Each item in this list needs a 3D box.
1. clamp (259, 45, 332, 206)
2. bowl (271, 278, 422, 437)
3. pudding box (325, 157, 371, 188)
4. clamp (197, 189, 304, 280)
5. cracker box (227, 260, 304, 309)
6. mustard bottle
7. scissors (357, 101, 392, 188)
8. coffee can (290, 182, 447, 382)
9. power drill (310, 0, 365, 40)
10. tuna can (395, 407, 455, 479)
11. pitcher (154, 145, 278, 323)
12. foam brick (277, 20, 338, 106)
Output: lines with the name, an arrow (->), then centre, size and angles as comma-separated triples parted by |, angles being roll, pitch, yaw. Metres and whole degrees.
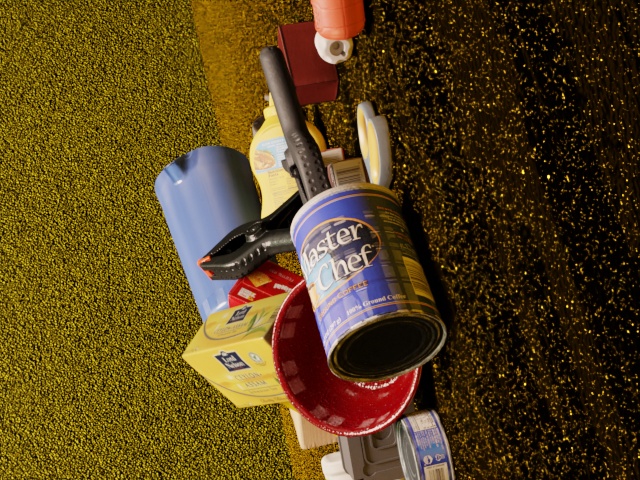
clamp -> -0.017, -0.079, 1.106 | 0.164, 0.036, 0.210 | 80, 171, -51
bowl -> 0.034, 0.104, 1.026 | 0.055, 0.162, 0.162 | -7, -95, -60
pudding box -> 0.034, -0.027, 1.104 | 0.090, 0.039, 0.113 | -178, 77, -83
clamp -> -0.058, 0.001, 1.161 | 0.039, 0.171, 0.120 | 51, -167, -21
cracker box -> -0.016, 0.127, 1.245 | 0.072, 0.164, 0.214 | -57, -18, -31
mustard bottle -> -0.037, -0.091, 1.316 | 0.058, 0.096, 0.191 | -5, -96, -72
scissors -> 0.053, -0.048, 1.024 | 0.202, 0.016, 0.096 | 87, 171, -47
coffee can -> 0.039, 0.036, 0.918 | 0.103, 0.102, 0.140 | 89, 167, -53
power drill -> -0.010, -0.291, 0.973 | 0.188, 0.057, 0.184 | -115, 16, -61
tuna can -> 0.097, 0.201, 0.992 | 0.086, 0.033, 0.086 | 169, 90, -82
pitcher -> -0.118, 0.009, 1.386 | 0.145, 0.149, 0.243 | 111, 146, -49
foam brick -> -0.014, -0.194, 1.173 | 0.053, 0.051, 0.078 | 99, 159, -71
